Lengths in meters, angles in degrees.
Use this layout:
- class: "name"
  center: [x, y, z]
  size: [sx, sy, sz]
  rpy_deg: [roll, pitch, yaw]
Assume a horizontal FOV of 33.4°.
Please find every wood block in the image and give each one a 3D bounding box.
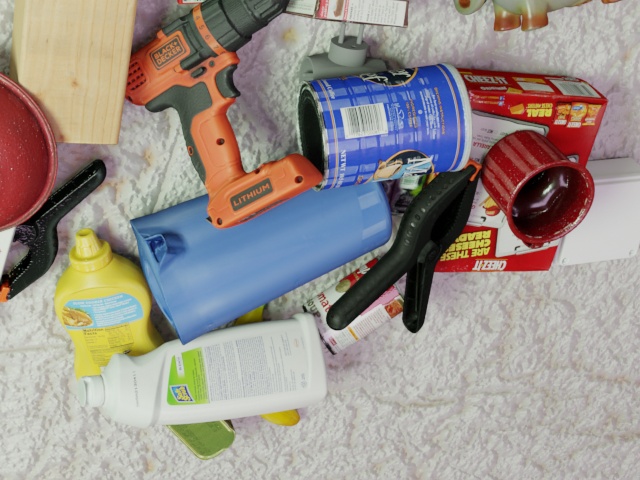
- class: "wood block"
  center: [-0.206, -0.193, 0.891]
  size: [0.090, 0.091, 0.206]
  rpy_deg: [1, 121, -22]

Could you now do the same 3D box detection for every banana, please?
- class: "banana"
  center: [-0.067, 0.147, 1.202]
  size: [0.069, 0.037, 0.198]
  rpy_deg: [-16, 126, -11]

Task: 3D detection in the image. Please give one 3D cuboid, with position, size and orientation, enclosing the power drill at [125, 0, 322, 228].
- class: "power drill"
  center: [-0.072, -0.119, 0.937]
  size: [0.185, 0.057, 0.187]
  rpy_deg: [-28, 86, 24]

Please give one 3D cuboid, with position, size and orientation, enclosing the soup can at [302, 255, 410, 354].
- class: "soup can"
  center: [0.039, 0.072, 1.175]
  size: [0.102, 0.068, 0.068]
  rpy_deg: [-33, 127, 2]

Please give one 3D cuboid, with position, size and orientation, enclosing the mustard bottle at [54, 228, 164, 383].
- class: "mustard bottle"
  center: [-0.216, 0.071, 1.079]
  size: [0.096, 0.058, 0.191]
  rpy_deg: [-7, 125, 1]

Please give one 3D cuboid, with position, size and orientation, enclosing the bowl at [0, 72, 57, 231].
- class: "bowl"
  center: [-0.300, -0.064, 0.869]
  size: [0.162, 0.055, 0.162]
  rpy_deg: [1, 119, 1]

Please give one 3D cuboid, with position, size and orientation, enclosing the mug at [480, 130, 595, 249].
- class: "mug"
  center: [0.211, -0.047, 1.064]
  size: [0.093, 0.081, 0.117]
  rpy_deg: [-13, 126, -11]

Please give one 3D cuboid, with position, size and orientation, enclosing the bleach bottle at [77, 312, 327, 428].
- class: "bleach bottle"
  center: [-0.120, 0.133, 1.085]
  size: [0.250, 0.102, 0.068]
  rpy_deg: [-2, 160, -27]

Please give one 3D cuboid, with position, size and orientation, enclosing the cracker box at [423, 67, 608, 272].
- class: "cracker box"
  center: [0.190, -0.072, 1.138]
  size: [0.164, 0.072, 0.214]
  rpy_deg: [0, 122, -20]

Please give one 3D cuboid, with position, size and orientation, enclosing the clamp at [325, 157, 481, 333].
- class: "clamp"
  center: [0.103, 0.011, 1.079]
  size: [0.210, 0.036, 0.164]
  rpy_deg: [-57, 149, 8]

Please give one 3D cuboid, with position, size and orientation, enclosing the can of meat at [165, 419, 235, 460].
- class: "can of meat"
  center: [-0.141, 0.178, 1.164]
  size: [0.057, 0.084, 0.102]
  rpy_deg: [-34, 127, 2]

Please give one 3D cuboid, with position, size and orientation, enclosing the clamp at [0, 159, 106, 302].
- class: "clamp"
  center: [-0.272, -0.018, 1.012]
  size: [0.120, 0.039, 0.172]
  rpy_deg: [8, 119, -14]

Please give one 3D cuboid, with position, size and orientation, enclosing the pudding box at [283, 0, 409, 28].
- class: "pudding box"
  center: [0.017, -0.214, 0.951]
  size: [0.089, 0.114, 0.039]
  rpy_deg: [0, 102, -21]

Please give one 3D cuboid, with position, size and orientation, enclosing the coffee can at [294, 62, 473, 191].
- class: "coffee can"
  center: [0.057, -0.106, 0.989]
  size: [0.140, 0.103, 0.103]
  rpy_deg: [-9, 124, -13]

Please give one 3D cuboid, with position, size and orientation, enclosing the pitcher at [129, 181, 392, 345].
- class: "pitcher"
  center: [-0.057, 0.001, 1.065]
  size: [0.242, 0.149, 0.145]
  rpy_deg: [-23, 112, -10]
